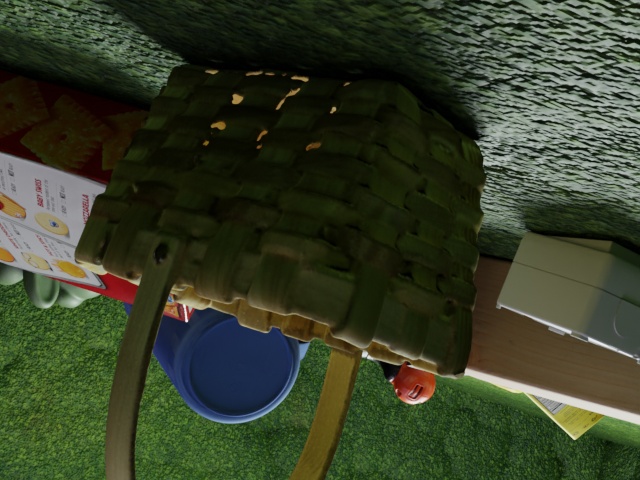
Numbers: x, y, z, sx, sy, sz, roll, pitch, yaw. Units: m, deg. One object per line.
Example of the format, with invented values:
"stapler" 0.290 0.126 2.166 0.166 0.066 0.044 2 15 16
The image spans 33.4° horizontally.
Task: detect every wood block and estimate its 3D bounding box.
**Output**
"wood block" 0.204 0.080 0.795 0.206 0.091 0.090 11 170 38

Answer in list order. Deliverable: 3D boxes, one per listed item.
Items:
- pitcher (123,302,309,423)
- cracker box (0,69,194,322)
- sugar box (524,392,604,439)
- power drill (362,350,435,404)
"pitcher" -0.092 0.076 0.983 0.145 0.149 0.243 67 169 -21
"cracker box" -0.185 -0.038 0.752 0.214 0.072 0.164 17 149 11
"sugar box" 0.189 0.110 0.974 0.176 0.048 0.093 38 -169 -44
"power drill" 0.045 0.093 1.227 0.187 0.057 0.184 26 -159 -14
